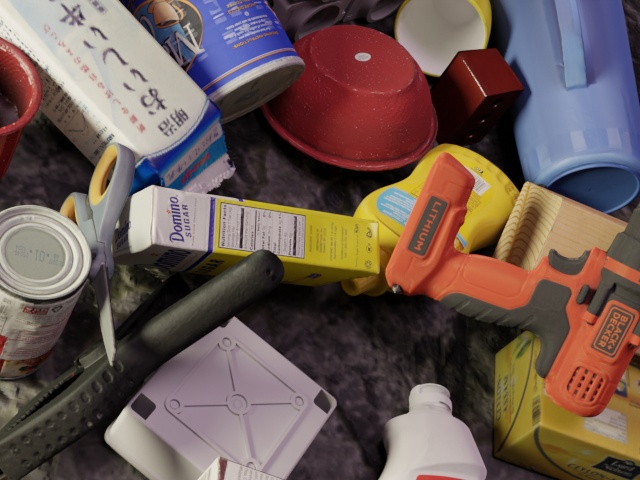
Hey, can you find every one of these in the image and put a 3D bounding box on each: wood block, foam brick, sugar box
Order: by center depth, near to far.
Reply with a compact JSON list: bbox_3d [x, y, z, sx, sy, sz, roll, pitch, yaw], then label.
[{"bbox_3d":[-0.055,0.001,0.746,0.175,0.094,0.048,5,79,-31],"label":"sugar box"},{"bbox_3d":[0.248,0.037,0.847,0.206,0.091,0.090,21,9,-11],"label":"wood block"},{"bbox_3d":[0.136,-0.130,0.971,0.052,0.078,0.051,-14,64,-36],"label":"foam brick"}]

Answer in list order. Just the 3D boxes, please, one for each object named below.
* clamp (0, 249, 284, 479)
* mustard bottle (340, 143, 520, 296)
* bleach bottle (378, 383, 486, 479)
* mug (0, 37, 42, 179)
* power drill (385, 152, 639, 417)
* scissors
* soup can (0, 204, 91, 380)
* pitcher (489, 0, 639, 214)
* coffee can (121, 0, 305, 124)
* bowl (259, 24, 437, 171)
[{"bbox_3d":[-0.120,0.075,0.643,0.209,0.165,0.036,-42,102,-33],"label":"clamp"},{"bbox_3d":[0.080,-0.008,0.863,0.096,0.058,0.191,40,47,16],"label":"mustard bottle"},{"bbox_3d":[0.061,0.204,0.699,0.102,0.068,0.250,21,47,-16],"label":"bleach bottle"},{"bbox_3d":[-0.253,-0.084,0.714,0.117,0.082,0.093,4,56,-27],"label":"mug"},{"bbox_3d":[0.154,0.009,0.755,0.188,0.184,0.057,26,5,10],"label":"power drill"},{"bbox_3d":[-0.132,-0.003,0.671,0.016,0.096,0.202,26,7,-30],"label":"scissors"},{"bbox_3d":[-0.185,0.033,0.654,0.068,0.102,0.068,15,52,-20],"label":"soup can"},{"bbox_3d":[0.232,-0.152,0.997,0.149,0.145,0.243,17,55,-31],"label":"pitcher"},{"bbox_3d":[-0.090,-0.172,0.837,0.102,0.103,0.140,-26,85,-40],"label":"coffee can"},{"bbox_3d":[0.030,-0.133,0.905,0.162,0.055,0.162,9,46,-9],"label":"bowl"}]
